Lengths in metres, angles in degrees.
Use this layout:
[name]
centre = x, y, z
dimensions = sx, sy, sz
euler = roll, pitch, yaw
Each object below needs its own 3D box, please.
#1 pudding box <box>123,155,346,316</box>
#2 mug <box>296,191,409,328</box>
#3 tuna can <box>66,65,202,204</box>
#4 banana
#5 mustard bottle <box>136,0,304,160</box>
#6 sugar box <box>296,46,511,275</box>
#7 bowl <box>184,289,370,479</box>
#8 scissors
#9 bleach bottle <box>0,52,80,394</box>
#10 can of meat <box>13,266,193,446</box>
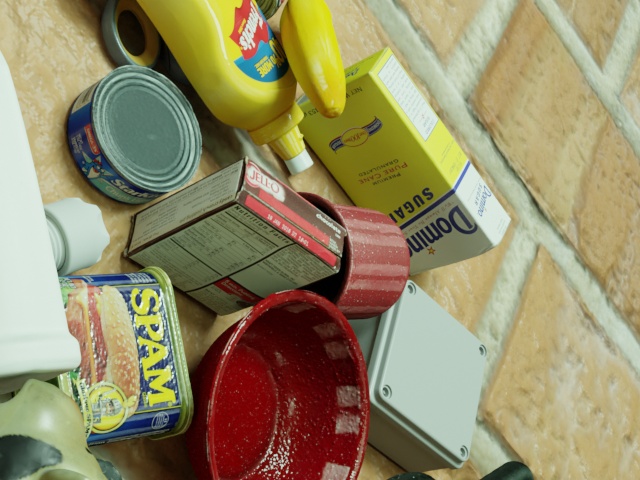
[pudding box]
centre = -0.054, 0.001, 0.673
dimensions = 0.090, 0.114, 0.039
euler = 37, 46, -32
[mug]
centre = 0.003, 0.008, 0.762
dimensions = 0.081, 0.093, 0.117
euler = 5, 34, -51
[tuna can]
centre = -0.120, -0.067, 0.691
dimensions = 0.086, 0.034, 0.086
euler = 21, 60, -41
[banana]
centre = -0.003, -0.143, 0.771
dimensions = 0.069, 0.037, 0.198
euler = 56, 11, -18
[mustard bottle]
centre = -0.067, -0.138, 0.734
dimensions = 0.191, 0.058, 0.096
euler = 58, 26, -17
[sugar box]
centre = 0.062, -0.056, 0.837
dimensions = 0.176, 0.094, 0.048
euler = 53, 45, -17
[bowl]
centre = -0.035, 0.111, 0.677
dimensions = 0.161, 0.055, 0.162
euler = 3, 86, -53
[scissors]
centre = -0.137, -0.198, 0.739
dimensions = 0.096, 0.016, 0.202
euler = -32, 99, -51
[bleach bottle]
centre = -0.188, -0.047, 0.557
dimensions = 0.067, 0.103, 0.251
euler = -1, 76, -42
[can of meat]
centre = -0.128, 0.068, 0.611
dimensions = 0.083, 0.058, 0.102
euler = -1, 76, -45
